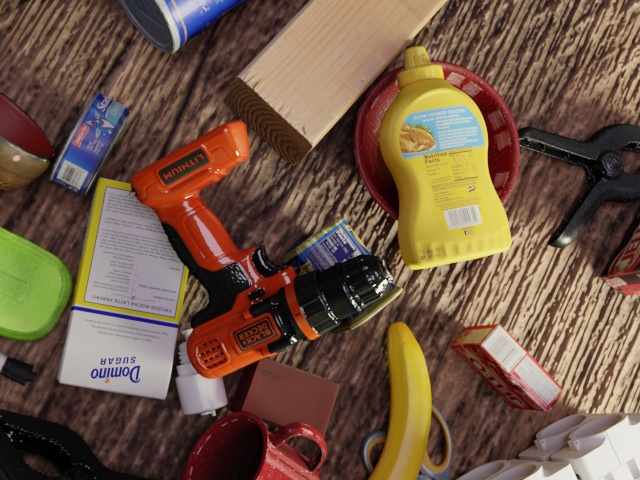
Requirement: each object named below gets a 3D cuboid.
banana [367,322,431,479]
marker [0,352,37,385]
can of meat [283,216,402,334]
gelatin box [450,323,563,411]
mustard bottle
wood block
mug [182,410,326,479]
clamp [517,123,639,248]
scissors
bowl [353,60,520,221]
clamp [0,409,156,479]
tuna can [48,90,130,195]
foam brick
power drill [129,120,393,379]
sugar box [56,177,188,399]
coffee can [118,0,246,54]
[{"bbox_3d":[0.062,0.173,0.944,0.069,0.037,0.198,23,79,-7],"label":"banana"},{"bbox_3d":[-0.294,0.091,0.891,0.121,0.020,0.020,25,77,-10],"label":"marker"},{"bbox_3d":[0.016,0.031,0.935,0.057,0.102,0.084,-37,91,-15],"label":"can of meat"},{"bbox_3d":[0.170,0.117,0.976,0.089,0.073,0.030,45,76,-6],"label":"gelatin box"},{"bbox_3d":[0.101,-0.075,0.932,0.096,0.058,0.191,-10,86,-17],"label":"mustard bottle"},{"bbox_3d":[0.018,-0.177,0.968,0.091,0.090,0.206,43,75,-5],"label":"wood block"},{"bbox_3d":[-0.046,0.194,0.889,0.117,0.093,0.081,-41,126,11],"label":"mug"},{"bbox_3d":[0.268,-0.077,1.044,0.171,0.039,0.120,-26,94,-22],"label":"clamp"},{"bbox_3d":[0.097,0.246,0.970,0.096,0.016,0.202,-12,85,-14],"label":"scissors"},{"bbox_3d":[0.101,-0.082,0.993,0.162,0.055,0.162,2,82,-14],"label":"bowl"},{"bbox_3d":[-0.192,0.201,0.870,0.210,0.164,0.036,37,116,11],"label":"clamp"},{"bbox_3d":[-0.195,-0.081,0.904,0.033,0.086,0.086,28,77,-11],"label":"tuna can"},{"bbox_3d":[-0.031,0.137,0.934,0.078,0.051,0.053,22,77,-11],"label":"foam brick"},{"bbox_3d":[-0.056,0.001,0.867,0.184,0.057,0.187,-26,91,12],"label":"power drill"},{"bbox_3d":[-0.164,0.042,0.917,0.093,0.048,0.176,12,83,-14],"label":"sugar box"},{"bbox_3d":[-0.105,-0.245,0.938,0.140,0.103,0.103,-38,93,-16],"label":"coffee can"}]
